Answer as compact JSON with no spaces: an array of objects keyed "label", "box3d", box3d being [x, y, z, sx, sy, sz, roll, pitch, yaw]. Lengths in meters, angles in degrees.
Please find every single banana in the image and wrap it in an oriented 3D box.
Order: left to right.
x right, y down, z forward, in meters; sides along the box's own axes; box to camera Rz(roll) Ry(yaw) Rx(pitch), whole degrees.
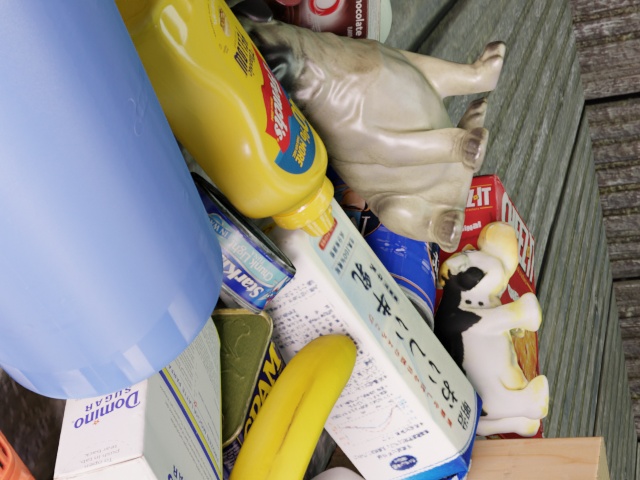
[{"label":"banana","box3d":[-0.019,0.111,0.578,0.070,0.037,0.197,95,15,-48]}]

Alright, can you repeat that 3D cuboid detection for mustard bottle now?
[{"label":"mustard bottle","box3d":[-0.046,-0.069,0.589,0.191,0.058,0.096,53,21,-37]}]

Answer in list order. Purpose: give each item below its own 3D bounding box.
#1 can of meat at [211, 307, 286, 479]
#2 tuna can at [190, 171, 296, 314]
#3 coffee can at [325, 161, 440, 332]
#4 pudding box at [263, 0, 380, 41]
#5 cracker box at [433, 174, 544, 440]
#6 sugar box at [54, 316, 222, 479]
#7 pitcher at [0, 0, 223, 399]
[{"label":"can of meat","box3d":[-0.050,0.105,0.626,0.102,0.057,0.084,-74,152,-43]},{"label":"tuna can","box3d":[-0.054,0.001,0.606,0.086,0.034,0.086,44,2,-2]},{"label":"coffee can","box3d":[0.042,0.006,0.822,0.102,0.103,0.140,60,31,-46]},{"label":"pudding box","box3d":[-0.003,-0.183,0.779,0.039,0.090,0.113,31,56,-65]},{"label":"cracker box","box3d":[0.151,0.071,0.954,0.164,0.072,0.213,44,43,-59]},{"label":"sugar box","box3d":[-0.080,0.077,0.504,0.176,0.048,0.093,-94,166,-57]},{"label":"pitcher","box3d":[-0.123,-0.058,0.395,0.149,0.145,0.242,-43,138,-19]}]
